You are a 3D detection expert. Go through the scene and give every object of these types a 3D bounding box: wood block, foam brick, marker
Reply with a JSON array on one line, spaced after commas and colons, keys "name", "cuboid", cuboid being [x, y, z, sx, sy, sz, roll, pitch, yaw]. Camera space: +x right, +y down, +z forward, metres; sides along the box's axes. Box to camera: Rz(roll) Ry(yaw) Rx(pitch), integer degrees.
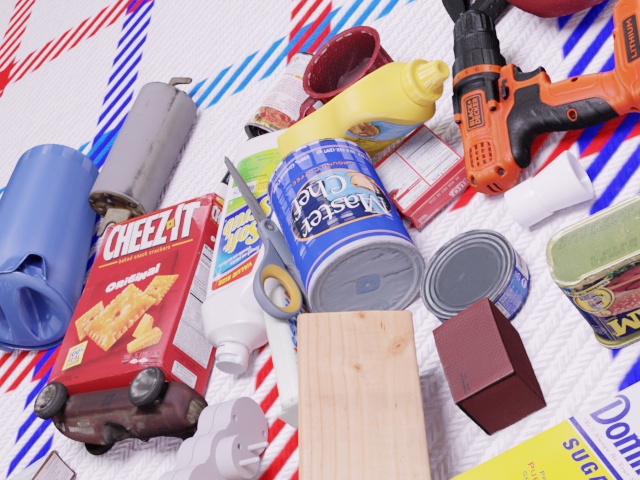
[{"name": "wood block", "cuboid": [0.028, 0.157, 0.772, 0.090, 0.091, 0.206, -2, 45, -1]}, {"name": "foam brick", "cuboid": [0.125, 0.094, 0.800, 0.053, 0.051, 0.078, -33, 39, 18]}, {"name": "marker", "cuboid": [-0.082, -0.096, 1.193, 0.020, 0.020, 0.121, 10, 63, 47]}]

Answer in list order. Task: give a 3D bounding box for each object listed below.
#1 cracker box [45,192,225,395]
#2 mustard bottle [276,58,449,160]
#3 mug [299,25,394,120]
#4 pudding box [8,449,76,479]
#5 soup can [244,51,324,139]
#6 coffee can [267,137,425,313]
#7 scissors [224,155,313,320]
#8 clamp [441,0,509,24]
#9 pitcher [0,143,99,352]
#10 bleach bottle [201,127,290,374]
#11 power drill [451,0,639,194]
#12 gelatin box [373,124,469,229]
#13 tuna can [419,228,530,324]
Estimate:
[{"name": "cracker box", "cuboid": [-0.175, 0.066, 1.091, 0.164, 0.072, 0.213, -15, 47, 34]}, {"name": "mustard bottle", "cuboid": [0.049, -0.116, 0.982, 0.192, 0.096, 0.058, -28, 69, 48]}, {"name": "mug", "cuboid": [0.033, -0.148, 1.081, 0.117, 0.081, 0.093, -38, 38, 10]}, {"name": "pudding box", "cuboid": [-0.293, 0.258, 1.019, 0.090, 0.039, 0.113, -33, 11, 14]}, {"name": "soup can", "cuboid": [-0.027, -0.143, 1.144, 0.069, 0.068, 0.102, 14, 66, 48]}, {"name": "coffee can", "cuboid": [0.020, -0.008, 0.937, 0.103, 0.102, 0.140, -36, 45, 13]}, {"name": "scissors", "cuboid": [-0.056, 0.001, 0.975, 0.202, 0.096, 0.016, 48, 129, 17]}, {"name": "clamp", "cuboid": [0.170, -0.293, 1.120, 0.165, 0.036, 0.210, 1, 58, 43]}, {"name": "pitcher", "cuboid": [-0.337, 0.007, 1.266, 0.149, 0.145, 0.242, -15, 42, 18]}, {"name": "bleach bottle", "cuboid": [-0.057, 0.011, 1.040, 0.103, 0.068, 0.250, -12, 52, 31]}, {"name": "power drill", "cuboid": [0.200, -0.145, 0.918, 0.188, 0.057, 0.184, -20, 62, 33]}, {"name": "gelatin box", "cuboid": [0.093, -0.060, 0.987, 0.073, 0.030, 0.089, -42, 36, 4]}, {"name": "tuna can", "cuboid": [0.126, 0.035, 0.867, 0.086, 0.033, 0.086, -25, 42, 25]}]
